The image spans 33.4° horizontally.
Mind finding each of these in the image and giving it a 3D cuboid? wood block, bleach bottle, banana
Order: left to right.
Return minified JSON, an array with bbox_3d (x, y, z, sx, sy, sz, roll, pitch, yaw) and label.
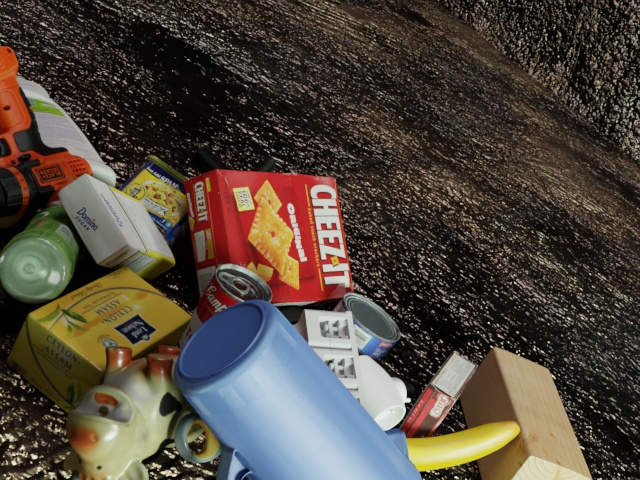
[{"bbox_3d":[-0.347,-0.135,1.354,0.102,0.068,0.251,10,30,-38],"label":"bleach bottle"},{"bbox_3d":[0.128,0.229,1.187,0.197,0.070,0.037,3,50,-25],"label":"banana"},{"bbox_3d":[0.244,0.235,1.294,0.090,0.091,0.206,23,26,-17],"label":"wood block"}]

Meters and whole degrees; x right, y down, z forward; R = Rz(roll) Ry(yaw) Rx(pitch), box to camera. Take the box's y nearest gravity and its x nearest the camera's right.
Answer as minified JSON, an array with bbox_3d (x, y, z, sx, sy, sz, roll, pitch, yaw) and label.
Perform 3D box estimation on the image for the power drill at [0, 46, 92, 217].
[{"bbox_3d":[-0.354,-0.113,1.149,0.184,0.057,0.188,-21,81,-53],"label":"power drill"}]

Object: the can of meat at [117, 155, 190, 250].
[{"bbox_3d":[-0.200,-0.041,1.310,0.102,0.057,0.083,35,61,10],"label":"can of meat"}]

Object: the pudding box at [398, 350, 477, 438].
[{"bbox_3d":[0.137,0.190,1.259,0.039,0.090,0.113,35,25,8],"label":"pudding box"}]

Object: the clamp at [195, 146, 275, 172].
[{"bbox_3d":[-0.107,-0.082,1.536,0.120,0.039,0.171,-4,40,-18],"label":"clamp"}]

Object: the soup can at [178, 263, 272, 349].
[{"bbox_3d":[-0.106,0.085,1.166,0.068,0.102,0.068,25,26,-13],"label":"soup can"}]

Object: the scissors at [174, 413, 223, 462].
[{"bbox_3d":[-0.081,0.197,1.004,0.201,0.016,0.096,61,39,-36],"label":"scissors"}]

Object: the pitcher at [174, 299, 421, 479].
[{"bbox_3d":[-0.027,0.178,0.947,0.242,0.145,0.149,54,17,-27],"label":"pitcher"}]

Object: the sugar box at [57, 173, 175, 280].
[{"bbox_3d":[-0.221,-0.011,1.175,0.093,0.048,0.176,57,6,12],"label":"sugar box"}]

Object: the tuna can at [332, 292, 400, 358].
[{"bbox_3d":[0.054,0.105,1.309,0.086,0.034,0.086,32,20,-14],"label":"tuna can"}]

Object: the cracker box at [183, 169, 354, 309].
[{"bbox_3d":[-0.059,0.002,1.315,0.213,0.072,0.164,0,78,-47],"label":"cracker box"}]
